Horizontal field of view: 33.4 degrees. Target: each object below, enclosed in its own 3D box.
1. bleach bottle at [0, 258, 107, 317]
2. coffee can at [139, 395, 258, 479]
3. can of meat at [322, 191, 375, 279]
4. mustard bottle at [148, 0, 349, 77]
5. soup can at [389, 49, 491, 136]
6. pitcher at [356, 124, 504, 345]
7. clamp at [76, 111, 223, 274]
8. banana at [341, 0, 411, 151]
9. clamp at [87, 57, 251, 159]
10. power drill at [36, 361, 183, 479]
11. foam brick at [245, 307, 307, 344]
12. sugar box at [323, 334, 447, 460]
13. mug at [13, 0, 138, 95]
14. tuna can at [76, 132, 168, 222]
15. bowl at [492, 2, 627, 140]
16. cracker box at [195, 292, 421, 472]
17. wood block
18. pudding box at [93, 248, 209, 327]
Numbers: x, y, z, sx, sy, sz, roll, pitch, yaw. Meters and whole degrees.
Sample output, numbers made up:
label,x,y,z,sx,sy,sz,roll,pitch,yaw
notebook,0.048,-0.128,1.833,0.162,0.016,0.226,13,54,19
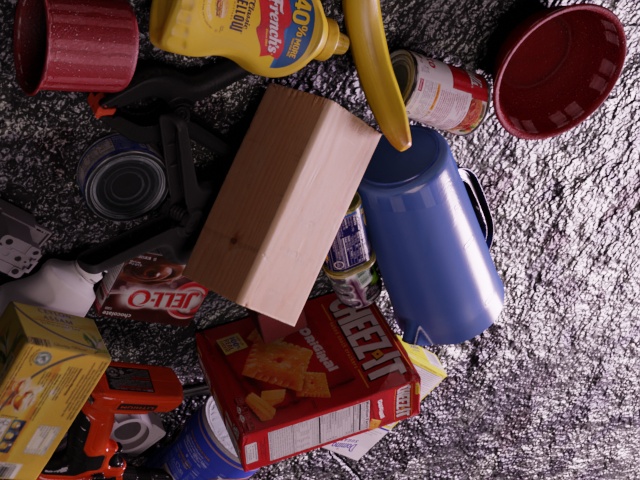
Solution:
label,x,y,z,sx,sy,sz,roll,pitch,yaw
bleach bottle,-0.326,0.091,1.070,0.251,0.068,0.102,-37,136,2
coffee can,-0.140,0.266,1.276,0.102,0.103,0.140,25,119,-40
can of meat,0.011,-0.024,1.120,0.057,0.102,0.084,-24,132,-12
mustard bottle,-0.055,-0.199,0.962,0.191,0.058,0.096,9,98,-35
soup can,0.114,-0.150,1.090,0.102,0.068,0.069,11,121,-34
pitcher,0.121,-0.014,1.180,0.145,0.149,0.242,-18,132,7
clamp,-0.134,-0.034,1.037,0.164,0.036,0.209,-61,154,8
banana,0.050,-0.183,1.013,0.037,0.070,0.198,-16,114,-7
clamp,-0.128,-0.135,0.998,0.171,0.039,0.120,3,120,-38
power drill,-0.217,0.217,1.148,0.184,0.057,0.188,10,122,-33
foam brick,-0.055,0.065,1.177,0.053,0.078,0.051,-21,133,-11
sugar box,0.072,0.206,1.389,0.176,0.048,0.093,-44,134,17
mug,-0.204,-0.178,0.895,0.081,0.093,0.117,-2,92,-32
tuna can,-0.190,-0.060,1.030,0.086,0.034,0.086,-14,133,-17
bowl,0.241,-0.188,1.132,0.162,0.055,0.162,-15,132,-17
cracker box,-0.015,0.149,1.209,0.213,0.164,0.072,-16,135,-15
wood block,-0.038,-0.036,1.032,0.090,0.091,0.206,27,87,-48
pudding box,-0.172,0.042,1.123,0.113,0.039,0.090,12,121,-34
